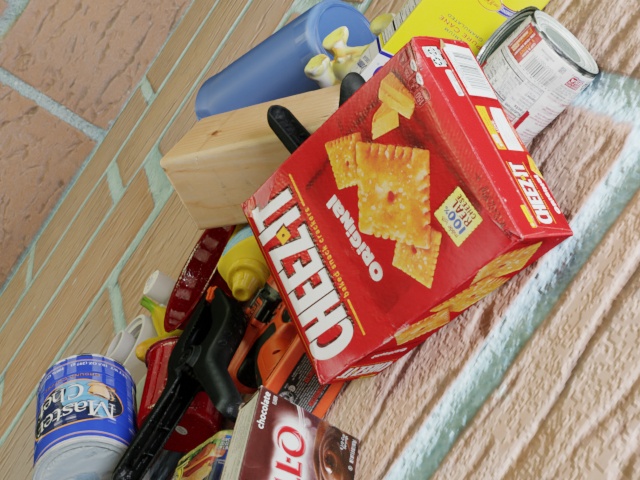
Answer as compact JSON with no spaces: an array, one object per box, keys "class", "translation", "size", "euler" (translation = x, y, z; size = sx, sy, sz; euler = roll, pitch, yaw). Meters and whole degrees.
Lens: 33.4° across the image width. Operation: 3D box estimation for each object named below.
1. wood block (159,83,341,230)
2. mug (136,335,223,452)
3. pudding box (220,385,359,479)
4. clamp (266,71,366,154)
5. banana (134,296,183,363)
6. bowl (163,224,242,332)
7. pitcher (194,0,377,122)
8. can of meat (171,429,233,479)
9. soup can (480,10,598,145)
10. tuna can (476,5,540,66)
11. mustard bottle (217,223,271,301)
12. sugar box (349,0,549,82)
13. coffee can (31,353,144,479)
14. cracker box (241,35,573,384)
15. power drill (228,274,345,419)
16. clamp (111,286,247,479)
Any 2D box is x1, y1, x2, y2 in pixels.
[{"class":"wood block","translation":[-0.043,-0.081,1.051],"size":[0.207,0.090,0.090],"euler":[-7,32,38]},{"class":"mug","translation":[-0.140,0.160,1.052],"size":[0.117,0.093,0.081],"euler":[-43,29,38]},{"class":"pudding box","translation":[-0.023,0.171,0.748],"size":[0.039,0.090,0.113],"euler":[-44,23,35]},{"class":"clamp","translation":[0.009,-0.054,0.922],"size":[0.120,0.039,0.171],"euler":[1,104,54]},{"class":"banana","translation":[-0.182,0.115,1.241],"size":[0.198,0.069,0.037],"euler":[-127,58,-75]},{"class":"bowl","translation":[-0.115,0.042,1.208],"size":[0.162,0.055,0.162],"euler":[-54,18,26]},{"class":"pitcher","translation":[-0.032,-0.194,1.295],"size":[0.243,0.144,0.149],"euler":[-27,47,49]},{"class":"can of meat","translation":[-0.093,0.218,0.896],"size":[0.102,0.057,0.084],"euler":[-39,24,41]},{"class":"soup can","translation":[0.149,-0.113,0.802],"size":[0.102,0.068,0.068],"euler":[-46,22,28]},{"class":"tuna can","translation":[0.162,-0.147,0.874],"size":[0.086,0.033,0.086],"euler":[-48,22,26]},{"class":"mustard bottle","translation":[-0.057,0.002,1.087],"size":[0.096,0.058,0.191],"euler":[-29,20,26]},{"class":"sugar box","translation":[0.115,-0.185,0.956],"size":[0.176,0.093,0.048],"euler":[-50,20,22]},{"class":"coffee can","translation":[-0.229,0.192,1.046],"size":[0.103,0.102,0.140],"euler":[-52,27,16]},{"class":"cracker box","translation":[0.050,-0.016,0.765],"size":[0.214,0.071,0.164],"euler":[-41,64,37]},{"class":"power drill","translation":[-0.018,0.076,0.935],"size":[0.184,0.057,0.188],"euler":[-60,16,6]},{"class":"clamp","translation":[-0.117,0.124,0.958],"size":[0.165,0.036,0.210],"euler":[-39,24,26]}]
